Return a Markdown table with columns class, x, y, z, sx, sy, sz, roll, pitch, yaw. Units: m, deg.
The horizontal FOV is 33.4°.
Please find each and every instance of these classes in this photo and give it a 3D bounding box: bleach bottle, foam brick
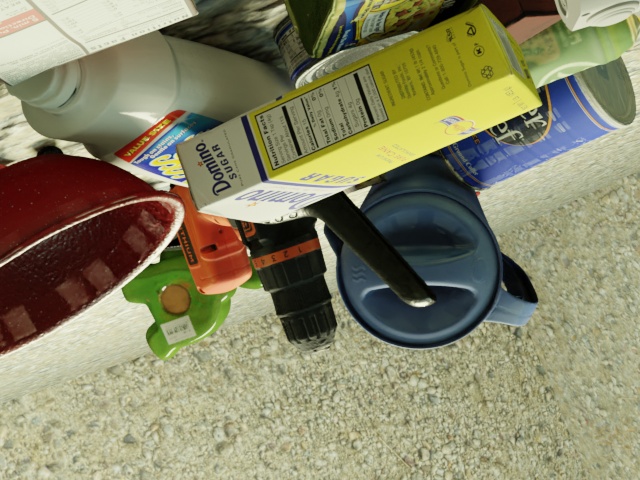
| class | x | y | z | sx | sy | sz | roll | pitch | yaw |
| --- | --- | --- | --- | --- | --- | --- | --- | --- | --- |
| bleach bottle | -0.090 | -0.072 | 0.596 | 0.103 | 0.068 | 0.250 | -23 | 171 | 21 |
| foam brick | 0.100 | -0.142 | 0.650 | 0.052 | 0.051 | 0.078 | -16 | 172 | -46 |

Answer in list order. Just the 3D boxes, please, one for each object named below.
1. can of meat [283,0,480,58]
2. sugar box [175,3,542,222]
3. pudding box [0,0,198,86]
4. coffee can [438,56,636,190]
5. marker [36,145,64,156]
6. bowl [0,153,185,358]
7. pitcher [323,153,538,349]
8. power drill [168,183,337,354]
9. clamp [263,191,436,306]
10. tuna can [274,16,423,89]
| class | x | y | z | sx | sy | sz | roll | pitch | yaw |
| --- | --- | --- | --- | --- | --- | --- | --- | --- | --- |
| can of meat | 0.031 | -0.131 | 0.507 | 0.084 | 0.057 | 0.102 | -18 | 173 | -11 |
| sugar box | 0.022 | -0.061 | 0.566 | 0.176 | 0.048 | 0.093 | -25 | 168 | 18 |
| pudding box | -0.101 | -0.102 | 0.406 | 0.090 | 0.039 | 0.113 | -22 | 175 | 1 |
| coffee can | 0.174 | -0.114 | 0.888 | 0.141 | 0.103 | 0.102 | -25 | 172 | 36 |
| marker | -0.179 | -0.043 | 0.735 | 0.020 | 0.020 | 0.121 | -20 | 174 | -10 |
| bowl | -0.152 | 0.004 | 0.555 | 0.162 | 0.055 | 0.162 | -34 | 170 | -7 |
| pitcher | 0.099 | -0.001 | 0.955 | 0.145 | 0.149 | 0.242 | -20 | -168 | 12 |
| power drill | -0.056 | 0.001 | 0.849 | 0.057 | 0.184 | 0.188 | -17 | -178 | -26 |
| clamp | 0.001 | -0.062 | 0.724 | 0.210 | 0.164 | 0.036 | 18 | -177 | 15 |
| tuna can | 0.018 | -0.121 | 0.640 | 0.086 | 0.034 | 0.086 | -21 | 174 | -3 |
